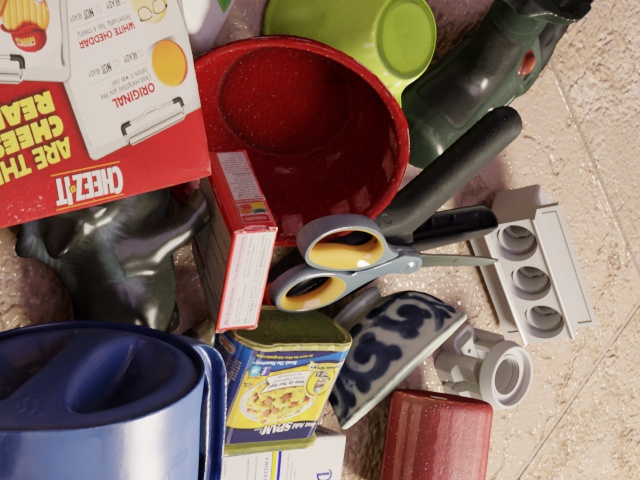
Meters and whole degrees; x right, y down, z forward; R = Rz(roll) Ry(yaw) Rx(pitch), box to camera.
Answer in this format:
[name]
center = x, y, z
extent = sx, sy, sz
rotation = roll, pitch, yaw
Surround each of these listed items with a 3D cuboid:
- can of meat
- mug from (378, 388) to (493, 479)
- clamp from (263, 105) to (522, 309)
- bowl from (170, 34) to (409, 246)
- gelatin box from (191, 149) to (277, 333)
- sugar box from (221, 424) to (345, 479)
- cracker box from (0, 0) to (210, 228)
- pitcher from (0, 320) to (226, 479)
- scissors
[can of meat]
center = -0.036, 0.091, 0.714
extent = 0.101, 0.058, 0.084
rotation = 4, 116, -41
[mug]
center = 0.093, 0.163, 0.844
extent = 0.117, 0.093, 0.081
rotation = 17, 80, -72
[clamp]
center = 0.053, -0.003, 0.769
extent = 0.210, 0.036, 0.164
rotation = -31, 156, -4
[bowl]
center = -0.024, -0.073, 0.679
extent = 0.162, 0.162, 0.055
rotation = 51, 27, -34
[gelatin box]
center = -0.054, 0.001, 0.657
extent = 0.030, 0.073, 0.089
rotation = -5, 135, -19
[sugar box]
center = -0.064, 0.179, 0.732
extent = 0.175, 0.048, 0.093
rotation = 4, 95, -45
[cracker box]
center = -0.148, -0.119, 0.501
extent = 0.163, 0.072, 0.214
rotation = -19, 104, -47
[pitcher]
center = -0.121, 0.170, 0.578
extent = 0.149, 0.145, 0.243
rotation = -1, 108, -9
[scissors]
center = 0.041, 0.025, 0.741
extent = 0.096, 0.016, 0.201
rotation = -42, 147, 22
